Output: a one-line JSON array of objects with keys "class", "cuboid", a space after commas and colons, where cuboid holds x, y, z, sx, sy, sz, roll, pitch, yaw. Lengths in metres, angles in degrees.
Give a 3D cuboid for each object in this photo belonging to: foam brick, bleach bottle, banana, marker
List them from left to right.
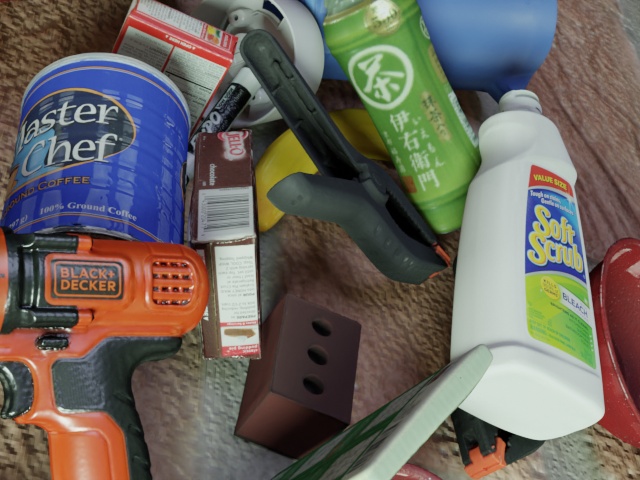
[{"class": "marker", "cuboid": [-0.077, -0.068, 0.715, 0.020, 0.020, 0.121, 34, 65, -2]}, {"class": "foam brick", "cuboid": [-0.012, 0.081, 0.627, 0.053, 0.051, 0.078, 23, 42, -14]}, {"class": "banana", "cuboid": [0.005, -0.061, 0.782, 0.197, 0.037, 0.070, -22, 65, -44]}, {"class": "bleach bottle", "cuboid": [0.130, -0.002, 0.704, 0.102, 0.068, 0.250, 29, 48, -30]}]

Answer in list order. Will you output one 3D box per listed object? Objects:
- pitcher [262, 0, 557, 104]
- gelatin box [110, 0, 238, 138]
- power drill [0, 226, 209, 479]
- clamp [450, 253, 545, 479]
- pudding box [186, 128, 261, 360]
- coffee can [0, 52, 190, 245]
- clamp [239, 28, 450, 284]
[{"class": "pitcher", "cuboid": [0.062, -0.199, 0.881, 0.242, 0.145, 0.149, -4, 32, -32]}, {"class": "gelatin box", "cuboid": [-0.106, -0.113, 0.717, 0.073, 0.089, 0.030, 22, 45, -16]}, {"class": "power drill", "cuboid": [-0.135, 0.086, 0.476, 0.184, 0.057, 0.187, 2, 81, -28]}, {"class": "clamp", "cuboid": [0.118, 0.081, 0.720, 0.120, 0.039, 0.171, 39, 39, -2]}, {"class": "pudding box", "cuboid": [-0.054, 0.001, 0.628, 0.039, 0.090, 0.113, -2, 37, -1]}, {"class": "coffee can", "cuboid": [-0.127, -0.023, 0.609, 0.102, 0.103, 0.140, 16, 45, -21]}, {"class": "clamp", "cuboid": [0.021, -0.027, 0.693, 0.209, 0.036, 0.164, 45, 23, -32]}]
